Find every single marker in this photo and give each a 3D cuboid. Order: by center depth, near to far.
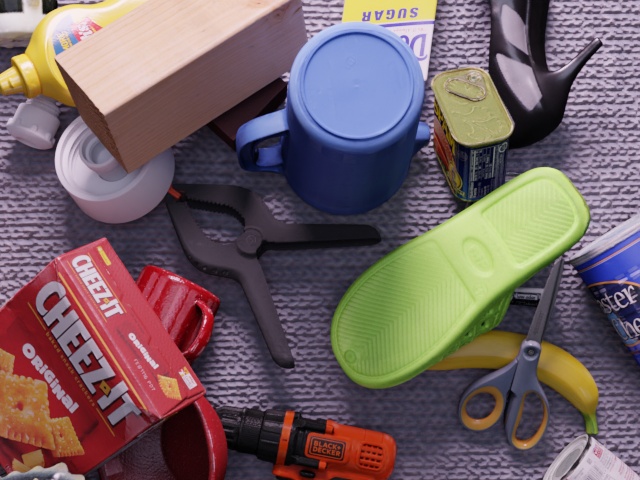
[{"bbox_3d":[0.169,0.052,1.045,0.121,0.020,0.020,5,84,0],"label":"marker"}]

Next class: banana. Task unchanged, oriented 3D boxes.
[{"bbox_3d":[0.189,0.123,1.030,0.198,0.037,0.069,21,84,1],"label":"banana"}]

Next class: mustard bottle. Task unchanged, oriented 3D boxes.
[{"bbox_3d":[-0.215,-0.180,1.015,0.191,0.058,0.096,-25,105,-20],"label":"mustard bottle"}]

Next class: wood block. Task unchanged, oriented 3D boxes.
[{"bbox_3d":[-0.121,-0.166,0.966,0.206,0.091,0.090,-35,60,-14],"label":"wood block"}]

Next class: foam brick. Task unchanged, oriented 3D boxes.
[{"bbox_3d":[-0.077,-0.136,1.044,0.053,0.051,0.078,43,85,4],"label":"foam brick"}]

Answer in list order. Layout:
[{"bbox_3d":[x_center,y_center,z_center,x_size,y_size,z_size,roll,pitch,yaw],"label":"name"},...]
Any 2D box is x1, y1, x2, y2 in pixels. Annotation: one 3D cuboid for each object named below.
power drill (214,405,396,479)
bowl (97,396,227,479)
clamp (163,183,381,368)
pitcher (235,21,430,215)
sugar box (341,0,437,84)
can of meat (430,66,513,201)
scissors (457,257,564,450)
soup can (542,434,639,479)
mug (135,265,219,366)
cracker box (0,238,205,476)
[{"bbox_3d":[-0.032,0.256,1.003,0.184,0.057,0.187,10,85,3],"label":"power drill"},{"bbox_3d":[-0.137,0.194,0.986,0.162,0.055,0.162,2,93,39],"label":"bowl"},{"bbox_3d":[-0.057,0.001,1.032,0.210,0.036,0.164,39,71,11],"label":"clamp"},{"bbox_3d":[0.016,-0.103,0.946,0.145,0.243,0.149,37,84,4],"label":"pitcher"},{"bbox_3d":[0.070,-0.242,1.060,0.093,0.048,0.176,7,83,-1],"label":"sugar box"},{"bbox_3d":[0.141,-0.099,1.009,0.057,0.084,0.102,-12,50,-5],"label":"can of meat"},{"bbox_3d":[0.177,0.108,0.998,0.096,0.016,0.202,0,113,7],"label":"scissors"},{"bbox_3d":[0.269,0.240,1.004,0.102,0.068,0.068,40,85,3],"label":"soup can"},{"bbox_3d":[-0.139,0.077,0.995,0.093,0.117,0.081,33,77,-36],"label":"mug"},{"bbox_3d":[-0.228,0.124,0.952,0.214,0.072,0.164,-37,85,35],"label":"cracker box"}]
